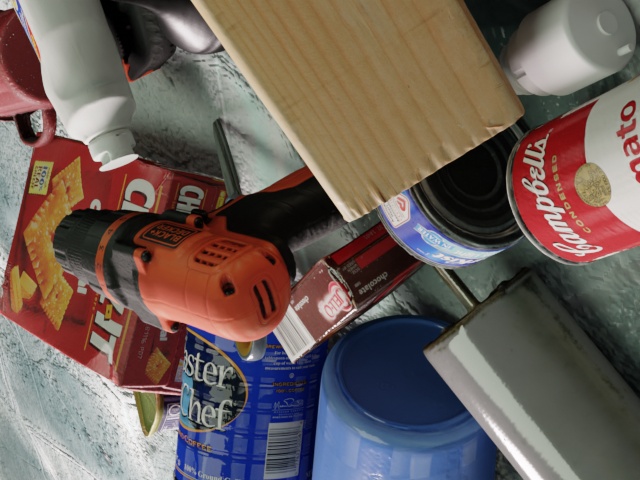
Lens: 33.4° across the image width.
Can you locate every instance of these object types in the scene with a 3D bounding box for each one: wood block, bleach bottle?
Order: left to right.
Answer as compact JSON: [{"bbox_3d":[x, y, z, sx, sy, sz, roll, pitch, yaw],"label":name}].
[{"bbox_3d":[-0.181,-0.169,0.718,0.251,0.068,0.103,68,164,3],"label":"bleach bottle"},{"bbox_3d":[-0.010,-0.123,0.437,0.206,0.091,0.090,54,-170,-28],"label":"wood block"}]

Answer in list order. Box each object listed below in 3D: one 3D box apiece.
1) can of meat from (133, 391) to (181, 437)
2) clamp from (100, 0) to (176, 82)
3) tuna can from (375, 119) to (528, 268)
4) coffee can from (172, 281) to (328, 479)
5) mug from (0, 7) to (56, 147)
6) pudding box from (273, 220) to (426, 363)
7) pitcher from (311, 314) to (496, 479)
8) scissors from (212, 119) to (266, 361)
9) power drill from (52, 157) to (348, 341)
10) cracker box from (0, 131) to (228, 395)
[{"bbox_3d":[-0.111,0.107,0.889,0.058,0.083,0.102,117,142,-47],"label":"can of meat"},{"bbox_3d":[-0.131,-0.182,0.716,0.120,0.039,0.172,58,155,22],"label":"clamp"},{"bbox_3d":[0.068,-0.031,0.527,0.086,0.086,0.034,56,148,-1],"label":"tuna can"},{"bbox_3d":[-0.047,0.103,0.753,0.103,0.102,0.140,15,102,49],"label":"coffee can"},{"bbox_3d":[-0.237,-0.133,0.858,0.082,0.093,0.117,1,101,50],"label":"mug"},{"bbox_3d":[0.024,0.022,0.639,0.039,0.089,0.114,55,151,5],"label":"pudding box"},{"bbox_3d":[0.059,0.175,0.701,0.149,0.144,0.243,13,132,14],"label":"pitcher"},{"bbox_3d":[-0.055,0.001,0.697,0.202,0.016,0.096,-122,39,-58],"label":"scissors"},{"bbox_3d":[-0.039,-0.019,0.592,0.185,0.187,0.057,16,133,46],"label":"power drill"},{"bbox_3d":[-0.170,0.011,0.847,0.214,0.071,0.164,18,96,48],"label":"cracker box"}]
